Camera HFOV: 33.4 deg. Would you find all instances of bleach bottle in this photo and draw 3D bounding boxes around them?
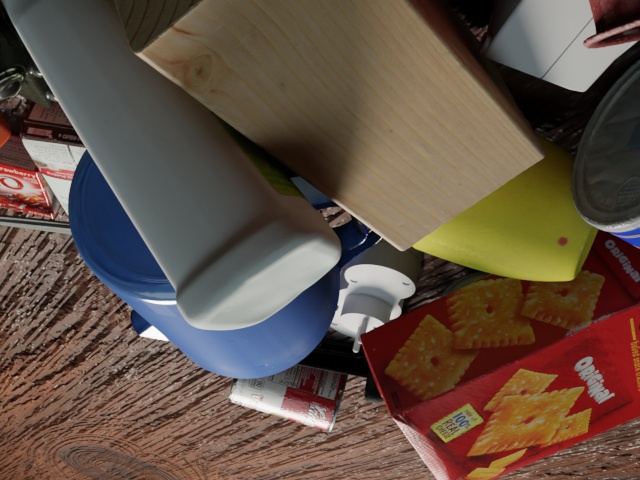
[{"bbox_3d":[-0.092,-0.077,0.489,0.251,0.068,0.102,53,-173,12],"label":"bleach bottle"}]

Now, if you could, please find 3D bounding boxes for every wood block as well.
[{"bbox_3d":[0.008,-0.087,0.474,0.091,0.090,0.205,-34,143,18],"label":"wood block"}]

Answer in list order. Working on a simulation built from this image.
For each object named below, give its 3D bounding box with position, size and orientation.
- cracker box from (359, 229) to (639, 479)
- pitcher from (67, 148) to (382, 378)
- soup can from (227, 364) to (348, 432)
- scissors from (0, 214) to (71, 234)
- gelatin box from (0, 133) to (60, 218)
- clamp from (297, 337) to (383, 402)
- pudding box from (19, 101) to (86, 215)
[{"bbox_3d":[0.152,0.078,0.694,0.214,0.072,0.164,-24,144,5],"label":"cracker box"},{"bbox_3d":[-0.054,0.001,0.649,0.145,0.149,0.243,24,170,11],"label":"pitcher"},{"bbox_3d":[-0.030,0.134,1.009,0.102,0.068,0.068,17,153,-1],"label":"soup can"},{"bbox_3d":[-0.165,0.001,0.848,0.202,0.016,0.096,2,158,5],"label":"scissors"},{"bbox_3d":[-0.245,-0.053,0.807,0.089,0.030,0.073,13,153,3],"label":"gelatin box"},{"bbox_3d":[0.059,0.104,0.857,0.209,0.036,0.165,11,-177,-35],"label":"clamp"},{"bbox_3d":[-0.150,-0.052,0.753,0.090,0.039,0.113,9,154,12],"label":"pudding box"}]
